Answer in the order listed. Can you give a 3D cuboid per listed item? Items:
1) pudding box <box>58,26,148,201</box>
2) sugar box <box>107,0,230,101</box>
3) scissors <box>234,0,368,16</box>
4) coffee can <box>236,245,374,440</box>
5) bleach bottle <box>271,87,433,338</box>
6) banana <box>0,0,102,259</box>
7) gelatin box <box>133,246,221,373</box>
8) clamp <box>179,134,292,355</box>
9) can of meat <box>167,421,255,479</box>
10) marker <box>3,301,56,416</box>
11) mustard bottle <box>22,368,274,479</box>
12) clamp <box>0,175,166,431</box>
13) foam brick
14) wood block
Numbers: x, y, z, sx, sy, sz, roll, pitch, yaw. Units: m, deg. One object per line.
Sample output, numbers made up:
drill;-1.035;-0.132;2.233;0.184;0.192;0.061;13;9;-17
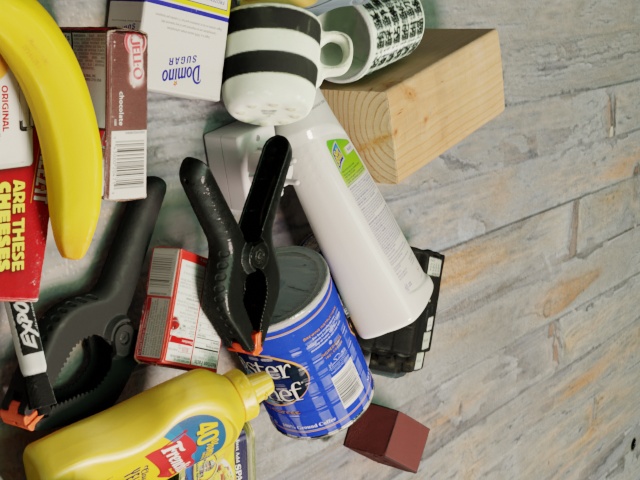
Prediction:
pudding box;-0.159;-0.087;0.719;0.039;0.090;0.113;-7;104;-51
sugar box;-0.109;-0.198;0.800;0.093;0.048;0.176;2;100;-53
scissors;0.015;-0.195;0.890;0.201;0.096;0.016;-4;72;-29
coffee can;-0.021;0.090;0.931;0.102;0.103;0.140;-51;134;-34
bleach bottle;0.016;-0.044;0.946;0.251;0.068;0.102;64;21;-10
banana;-0.168;-0.081;0.638;0.069;0.037;0.198;-41;130;-26
gelatin box;-0.105;0.055;0.819;0.073;0.030;0.089;24;73;-60
clamp;-0.055;0.001;0.826;0.120;0.039;0.171;-29;124;-44
can of meat;-0.102;0.200;0.886;0.083;0.058;0.102;-15;109;-48
marker;-0.200;0.059;0.721;0.020;0.020;0.121;-10;85;-52
mustard bottle;-0.119;0.144;0.788;0.191;0.058;0.096;-24;147;-26
clamp;-0.154;0.075;0.806;0.209;0.036;0.164;-53;135;-37
foam brick;0.071;0.207;1.120;0.078;0.053;0.051;37;68;-49
wood block;0.089;-0.136;1.038;0.205;0.091;0.090;-35;124;-44
